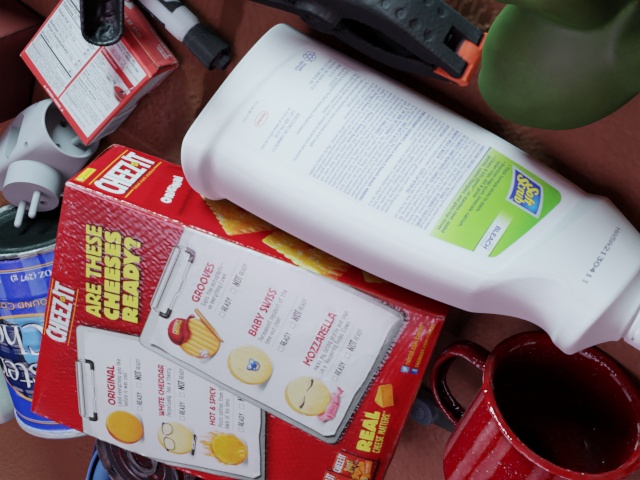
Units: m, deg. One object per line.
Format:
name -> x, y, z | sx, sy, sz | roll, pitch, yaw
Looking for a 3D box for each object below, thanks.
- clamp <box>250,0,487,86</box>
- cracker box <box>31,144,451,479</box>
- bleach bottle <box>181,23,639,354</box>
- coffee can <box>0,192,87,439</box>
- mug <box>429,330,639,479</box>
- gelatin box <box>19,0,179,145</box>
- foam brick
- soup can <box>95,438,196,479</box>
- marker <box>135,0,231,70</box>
clamp -> 0.001, -0.124, 0.534 | 0.171, 0.120, 0.039 | 31, 91, 0
cracker box -> -0.047, 0.057, 0.618 | 0.214, 0.072, 0.164 | 20, 119, 6
bleach bottle -> 0.059, -0.011, 0.535 | 0.251, 0.102, 0.068 | 31, 164, 16
coffee can -> -0.178, 0.050, 0.737 | 0.103, 0.102, 0.140 | 7, 119, 33
mug -> 0.107, 0.102, 0.576 | 0.117, 0.093, 0.082 | 38, 136, 16
gelatin box -> -0.138, -0.113, 0.661 | 0.089, 0.030, 0.073 | -35, 92, 43
foam brick -> -0.222, -0.120, 0.702 | 0.053, 0.051, 0.078 | 36, 131, 13
soup can -> -0.091, 0.121, 0.717 | 0.069, 0.102, 0.068 | 18, 125, 27
marker -> -0.098, -0.142, 0.622 | 0.121, 0.020, 0.020 | 44, 133, 6
